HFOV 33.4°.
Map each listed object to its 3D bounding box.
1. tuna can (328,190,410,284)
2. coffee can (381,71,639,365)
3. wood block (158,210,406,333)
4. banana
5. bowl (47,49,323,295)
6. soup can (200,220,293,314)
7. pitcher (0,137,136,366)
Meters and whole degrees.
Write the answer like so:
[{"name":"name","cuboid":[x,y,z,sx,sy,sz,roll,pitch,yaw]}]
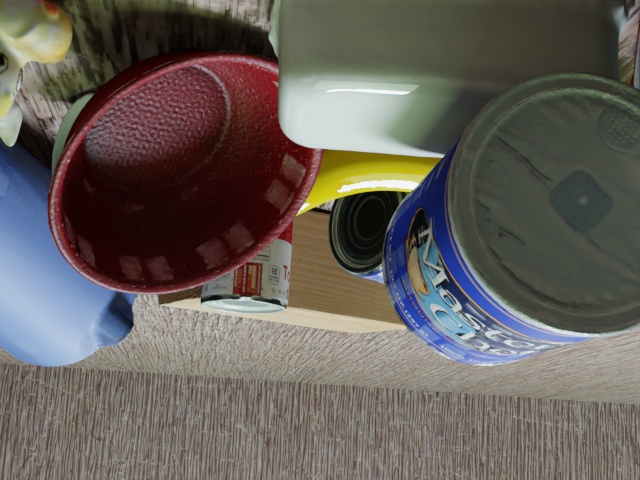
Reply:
[{"name":"tuna can","cuboid":[0.045,-0.013,0.762,0.033,0.086,0.086,15,163,-38]},{"name":"coffee can","cuboid":[0.089,-0.002,0.467,0.102,0.103,0.140,5,168,-7]},{"name":"wood block","cuboid":[-0.028,0.023,0.940,0.205,0.091,0.090,11,167,-33]},{"name":"banana","cuboid":[0.055,-0.037,0.705,0.197,0.070,0.037,-2,-156,-3]},{"name":"bowl","cuboid":[-0.080,-0.047,0.594,0.162,0.055,0.162,-20,139,-19]},{"name":"soup can","cuboid":[-0.055,0.001,0.814,0.068,0.102,0.068,3,168,0]},{"name":"pitcher","cuboid":[-0.238,-0.009,0.757,0.149,0.145,0.242,-10,157,8]}]
